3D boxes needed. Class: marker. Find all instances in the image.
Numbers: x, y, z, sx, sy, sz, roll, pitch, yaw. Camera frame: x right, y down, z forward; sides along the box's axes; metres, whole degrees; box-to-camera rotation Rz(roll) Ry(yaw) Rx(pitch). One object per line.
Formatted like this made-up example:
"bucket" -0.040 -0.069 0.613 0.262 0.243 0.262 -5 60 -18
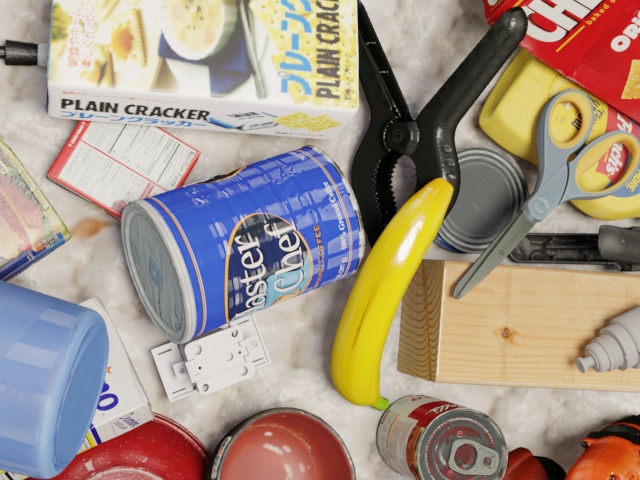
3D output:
"marker" -0.174 -0.134 0.783 0.121 0.020 0.020 1 88 -14

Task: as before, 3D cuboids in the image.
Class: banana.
"banana" 0.045 0.047 0.775 0.037 0.069 0.198 28 117 25

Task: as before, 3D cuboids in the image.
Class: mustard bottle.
"mustard bottle" 0.224 -0.072 0.858 0.191 0.058 0.096 38 66 -10

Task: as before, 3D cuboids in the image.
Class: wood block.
"wood block" 0.174 0.066 0.825 0.206 0.090 0.091 5 88 -14

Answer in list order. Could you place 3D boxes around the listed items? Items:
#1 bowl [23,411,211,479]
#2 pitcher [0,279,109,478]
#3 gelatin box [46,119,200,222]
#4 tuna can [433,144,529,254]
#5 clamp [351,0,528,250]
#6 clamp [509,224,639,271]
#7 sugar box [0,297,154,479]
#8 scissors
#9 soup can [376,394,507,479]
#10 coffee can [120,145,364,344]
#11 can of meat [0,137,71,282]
"bowl" -0.143 0.202 0.761 0.162 0.055 0.162 1 88 -13
"pitcher" -0.265 0.078 0.666 0.243 0.149 0.145 14 44 4
"gelatin box" -0.144 -0.055 0.782 0.089 0.030 0.073 31 80 -11
"tuna can" 0.119 -0.031 0.844 0.086 0.034 0.086 0 88 -14
"clamp" 0.061 -0.085 0.805 0.036 0.165 0.210 -3 111 -48
"clamp" 0.238 0.007 0.851 0.171 0.120 0.039 6 90 -35
"sugar box" -0.214 0.116 0.735 0.176 0.048 0.093 -26 68 -12
"scissors" 0.154 -0.043 0.787 0.201 0.016 0.096 -28 89 -22
"soup can" 0.088 0.153 0.794 0.068 0.102 0.068 1 88 -14
"coffee can" -0.055 0.001 0.751 0.140 0.103 0.103 -20 93 -26
"can of meat" -0.236 -0.017 0.745 0.084 0.057 0.102 -36 96 -15
